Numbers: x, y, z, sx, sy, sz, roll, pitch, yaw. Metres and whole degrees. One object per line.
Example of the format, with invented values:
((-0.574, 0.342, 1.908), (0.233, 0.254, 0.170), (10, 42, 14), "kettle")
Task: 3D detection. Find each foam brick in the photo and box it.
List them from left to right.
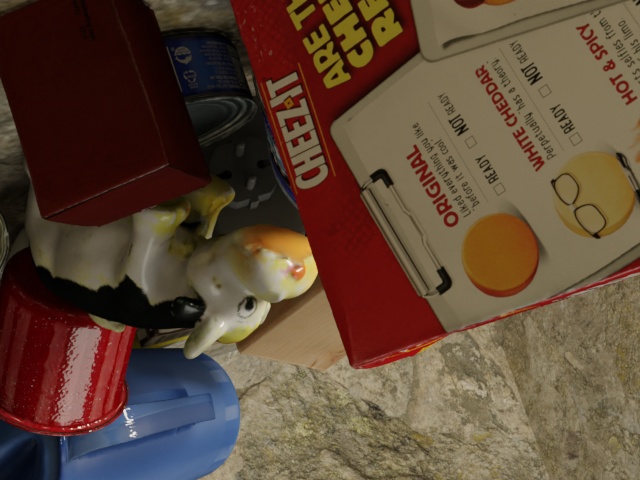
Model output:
((-0.082, -0.050, 0.401), (0.053, 0.078, 0.051), (-20, 171, 9), "foam brick")

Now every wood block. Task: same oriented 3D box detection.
((0.033, -0.005, 0.725), (0.206, 0.090, 0.090), (-38, 144, 29), "wood block")

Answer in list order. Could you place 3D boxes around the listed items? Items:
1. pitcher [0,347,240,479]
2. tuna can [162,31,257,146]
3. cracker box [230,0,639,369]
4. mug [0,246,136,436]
((-0.154, 0.137, 0.772), (0.242, 0.149, 0.145), (3, 117, -62), "pitcher")
((-0.075, -0.063, 0.491), (0.086, 0.034, 0.086), (-18, 173, -3), "tuna can")
((0.087, -0.071, 0.329), (0.214, 0.164, 0.072), (-23, 169, 27), "cracker box")
((-0.149, 0.049, 0.641), (0.093, 0.082, 0.117), (21, -152, 4), "mug")
